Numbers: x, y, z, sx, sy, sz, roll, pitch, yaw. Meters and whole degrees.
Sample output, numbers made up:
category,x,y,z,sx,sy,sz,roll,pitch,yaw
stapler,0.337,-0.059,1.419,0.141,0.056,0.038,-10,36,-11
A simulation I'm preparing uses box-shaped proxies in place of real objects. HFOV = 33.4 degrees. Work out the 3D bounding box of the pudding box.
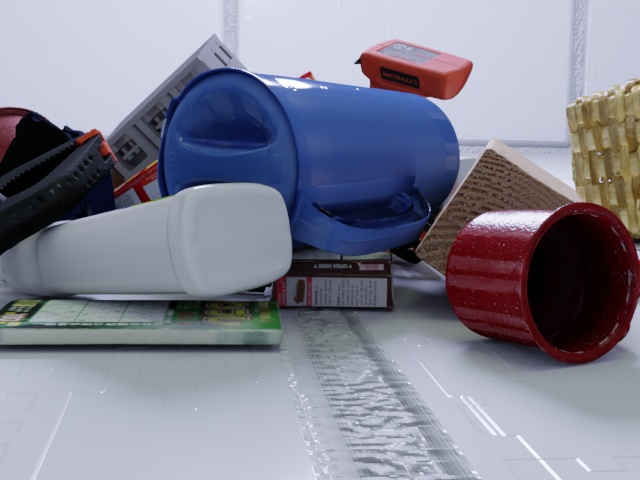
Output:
category,x,y,z,sx,sy,sz,roll,pitch,yaw
pudding box,0.010,0.024,0.805,0.090,0.039,0.113,0,6,2

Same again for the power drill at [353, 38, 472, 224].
category,x,y,z,sx,sy,sz,roll,pitch,yaw
power drill,0.096,-0.086,1.018,0.185,0.188,0.057,23,35,30

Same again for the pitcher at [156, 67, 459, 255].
category,x,y,z,sx,sy,sz,roll,pitch,yaw
pitcher,0.010,-0.055,0.813,0.145,0.149,0.242,-18,-6,38

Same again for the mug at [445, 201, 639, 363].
category,x,y,z,sx,sy,sz,roll,pitch,yaw
mug,0.138,0.028,0.648,0.117,0.093,0.082,32,-13,-27

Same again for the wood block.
category,x,y,z,sx,sy,sz,roll,pitch,yaw
wood block,0.141,-0.015,0.812,0.090,0.091,0.206,34,11,5

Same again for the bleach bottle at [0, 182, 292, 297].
category,x,y,z,sx,sy,sz,roll,pitch,yaw
bleach bottle,-0.144,0.009,0.727,0.251,0.068,0.102,-7,1,38

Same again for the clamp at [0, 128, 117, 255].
category,x,y,z,sx,sy,sz,roll,pitch,yaw
clamp,-0.221,-0.008,0.720,0.209,0.036,0.165,-37,28,-22
